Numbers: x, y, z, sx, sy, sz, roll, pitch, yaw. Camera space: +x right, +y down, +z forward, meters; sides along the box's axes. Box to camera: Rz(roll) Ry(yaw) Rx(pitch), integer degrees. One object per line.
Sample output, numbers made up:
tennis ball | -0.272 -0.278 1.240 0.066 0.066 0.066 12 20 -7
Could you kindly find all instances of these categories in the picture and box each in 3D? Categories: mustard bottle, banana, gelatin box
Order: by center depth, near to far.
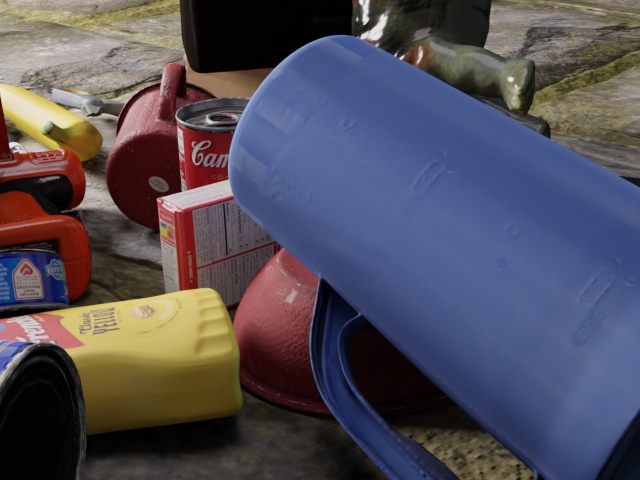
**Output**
mustard bottle | -0.139 0.066 0.528 0.191 0.058 0.096 -7 20 -12
gelatin box | -0.054 0.001 0.655 0.089 0.073 0.030 -19 30 -35
banana | -0.229 -0.100 0.913 0.037 0.069 0.198 -52 33 -8

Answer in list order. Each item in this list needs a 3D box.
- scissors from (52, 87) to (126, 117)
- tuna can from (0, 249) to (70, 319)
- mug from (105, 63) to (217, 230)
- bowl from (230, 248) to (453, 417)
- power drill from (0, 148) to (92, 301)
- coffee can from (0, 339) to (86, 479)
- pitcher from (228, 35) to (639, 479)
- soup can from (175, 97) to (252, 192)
scissors | -0.185 -0.115 0.944 0.096 0.016 0.202 7 10 -28
tuna can | -0.183 0.030 0.591 0.086 0.034 0.086 -10 -9 -2
mug | -0.108 -0.070 0.773 0.093 0.117 0.081 8 28 -3
bowl | 0.022 0.034 0.601 0.162 0.055 0.162 -1 24 0
power drill | -0.237 -0.011 0.711 0.184 0.057 0.188 -11 26 -19
coffee can | -0.180 0.086 0.429 0.140 0.103 0.102 4 24 10
pitcher | 0.065 0.012 0.490 0.243 0.145 0.148 37 39 29
soup can | -0.059 -0.036 0.704 0.068 0.102 0.068 -1 24 0
